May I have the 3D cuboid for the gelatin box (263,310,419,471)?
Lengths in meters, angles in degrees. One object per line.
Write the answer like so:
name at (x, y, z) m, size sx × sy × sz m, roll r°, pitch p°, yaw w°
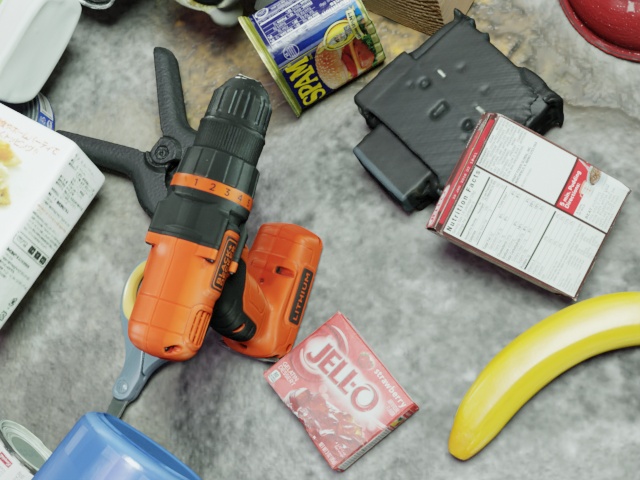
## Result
gelatin box at (0.014, 0.106, 0.758) m, size 0.073 × 0.030 × 0.089 m, roll -39°, pitch 68°, yaw 2°

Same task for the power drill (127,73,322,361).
power drill at (-0.055, 0.001, 0.724) m, size 0.057 × 0.187 × 0.184 m, roll 16°, pitch 81°, yaw 21°

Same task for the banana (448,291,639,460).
banana at (0.168, 0.081, 0.718) m, size 0.198 × 0.037 × 0.069 m, roll -23°, pitch 69°, yaw 8°

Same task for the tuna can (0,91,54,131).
tuna can at (-0.268, -0.097, 0.896) m, size 0.086 × 0.033 × 0.086 m, roll -4°, pitch 73°, yaw 15°

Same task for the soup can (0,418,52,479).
soup can at (-0.247, 0.191, 0.787) m, size 0.102 × 0.068 × 0.068 m, roll -46°, pitch 68°, yaw -2°

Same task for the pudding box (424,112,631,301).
pudding box at (0.141, -0.023, 0.722) m, size 0.113 × 0.039 × 0.090 m, roll 27°, pitch 93°, yaw -11°

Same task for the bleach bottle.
bleach bottle at (-0.312, -0.217, 0.858) m, size 0.251 × 0.068 × 0.102 m, roll 35°, pitch 99°, yaw 19°

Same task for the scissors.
scissors at (-0.153, 0.095, 0.816) m, size 0.202 × 0.016 × 0.096 m, roll -49°, pitch 56°, yaw 7°

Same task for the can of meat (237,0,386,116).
can of meat at (-0.004, -0.150, 0.801) m, size 0.084 × 0.102 × 0.057 m, roll -31°, pitch 69°, yaw 3°

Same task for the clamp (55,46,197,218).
clamp at (-0.132, -0.061, 0.844) m, size 0.120 × 0.039 × 0.171 m, roll -35°, pitch 68°, yaw 5°
